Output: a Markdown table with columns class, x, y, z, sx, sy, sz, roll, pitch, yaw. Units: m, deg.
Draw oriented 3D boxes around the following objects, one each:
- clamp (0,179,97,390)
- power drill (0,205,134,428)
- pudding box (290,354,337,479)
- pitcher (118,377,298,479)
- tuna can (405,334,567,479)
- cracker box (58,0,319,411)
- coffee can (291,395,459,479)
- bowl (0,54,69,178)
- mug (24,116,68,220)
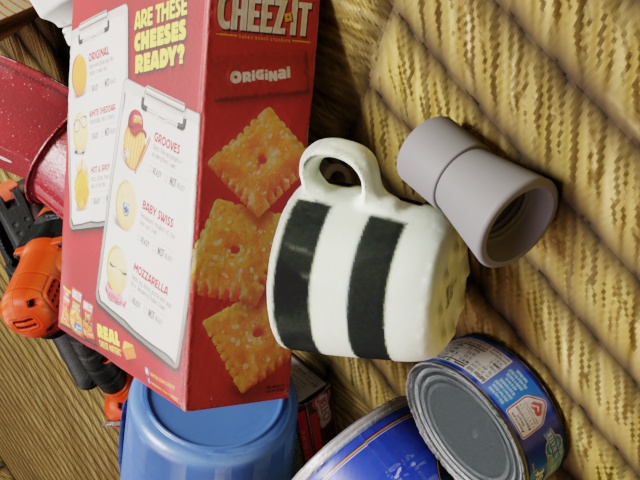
| class | x | y | z | sx | sy | sz | roll | pitch | yaw |
| --- | --- | --- | --- | --- | --- | --- | --- | --- | --- |
| clamp | -0.275 | 0.027 | 0.998 | 0.165 | 0.036 | 0.210 | 33 | 145 | 43 |
| power drill | -0.182 | 0.051 | 0.894 | 0.057 | 0.184 | 0.187 | -14 | 127 | 22 |
| pudding box | -0.034 | 0.119 | 0.790 | 0.114 | 0.039 | 0.090 | 31 | 140 | 40 |
| pitcher | -0.088 | 0.174 | 0.755 | 0.149 | 0.145 | 0.243 | 11 | 133 | 2 |
| tuna can | 0.085 | 0.092 | 0.550 | 0.086 | 0.033 | 0.086 | 42 | 149 | 32 |
| cracker box | -0.076 | -0.036 | 0.574 | 0.164 | 0.071 | 0.214 | 18 | 106 | 53 |
| coffee can | 0.058 | 0.175 | 0.608 | 0.140 | 0.102 | 0.103 | 49 | 153 | 21 |
| bowl | -0.229 | -0.086 | 0.807 | 0.162 | 0.055 | 0.162 | 22 | 168 | 5 |
| mug | -0.133 | -0.034 | 0.722 | 0.081 | 0.093 | 0.117 | 39 | 175 | 11 |
